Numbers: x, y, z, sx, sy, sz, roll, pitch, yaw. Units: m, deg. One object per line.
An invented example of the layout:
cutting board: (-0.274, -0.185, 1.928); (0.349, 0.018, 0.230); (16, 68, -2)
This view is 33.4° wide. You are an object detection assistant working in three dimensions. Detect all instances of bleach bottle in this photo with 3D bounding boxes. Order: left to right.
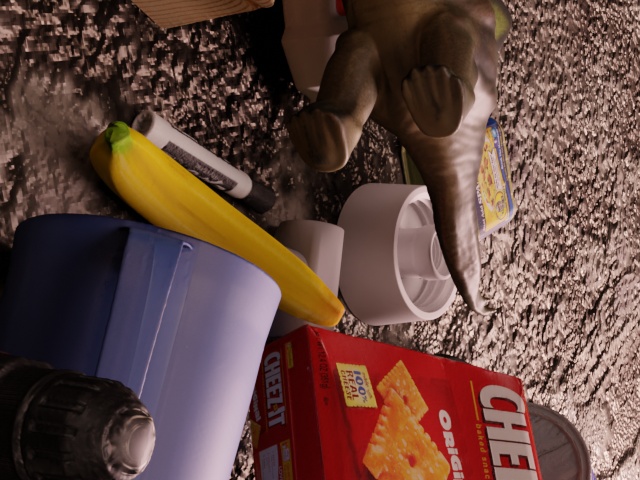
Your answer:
bleach bottle: (0.014, -0.199, 0.734); (0.102, 0.068, 0.251); (-4, 93, -53)

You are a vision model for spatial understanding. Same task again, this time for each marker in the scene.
marker: (-0.067, -0.045, 0.650); (0.121, 0.020, 0.020); (32, 63, -48)

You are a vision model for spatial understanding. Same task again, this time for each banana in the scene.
banana: (-0.065, -0.008, 0.607); (0.037, 0.070, 0.197); (-51, 127, 0)

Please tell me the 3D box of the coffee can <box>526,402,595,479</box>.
coffee can: (0.170, 0.199, 0.856); (0.140, 0.103, 0.102); (55, 45, -59)

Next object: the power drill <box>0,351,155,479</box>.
power drill: (-0.146, 0.131, 0.385); (0.057, 0.185, 0.187); (27, 68, -53)

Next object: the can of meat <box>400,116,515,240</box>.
can of meat: (0.114, -0.047, 0.864); (0.083, 0.058, 0.102); (-26, 110, -53)

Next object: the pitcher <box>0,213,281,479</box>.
pitcher: (-0.104, 0.114, 0.479); (0.149, 0.145, 0.243); (37, 58, -51)

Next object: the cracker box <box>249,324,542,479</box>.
cracker box: (0.058, 0.157, 0.690); (0.213, 0.072, 0.164); (17, 55, -38)
